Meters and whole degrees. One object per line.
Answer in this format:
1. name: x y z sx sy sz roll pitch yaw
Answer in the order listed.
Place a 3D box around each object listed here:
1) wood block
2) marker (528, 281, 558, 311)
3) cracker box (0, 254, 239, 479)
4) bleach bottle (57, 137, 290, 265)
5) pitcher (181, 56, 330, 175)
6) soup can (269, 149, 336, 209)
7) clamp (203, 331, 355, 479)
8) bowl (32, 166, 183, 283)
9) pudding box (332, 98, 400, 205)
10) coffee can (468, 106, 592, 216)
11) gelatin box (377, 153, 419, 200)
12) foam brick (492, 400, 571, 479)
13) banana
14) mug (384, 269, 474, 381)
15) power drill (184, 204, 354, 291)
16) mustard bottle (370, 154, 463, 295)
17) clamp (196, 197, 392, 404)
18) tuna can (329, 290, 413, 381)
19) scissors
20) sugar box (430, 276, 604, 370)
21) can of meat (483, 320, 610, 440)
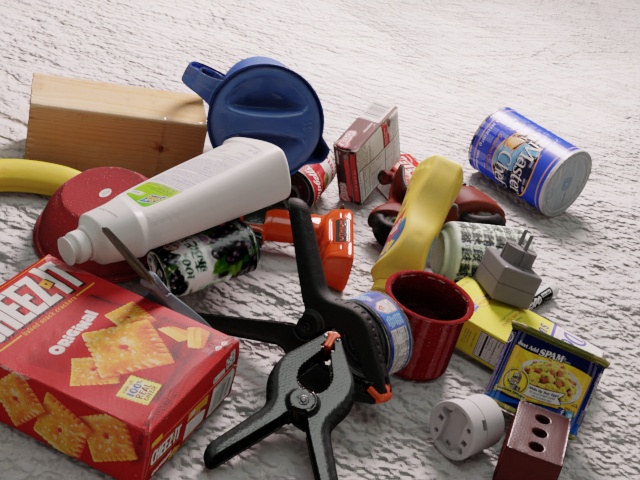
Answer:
1. wood block: -0.249 -0.133 1.295 0.205 0.091 0.090 6 31 -16
2. marker: 0.241 0.074 1.242 0.020 0.020 0.120 33 34 28
3. cracker box: -0.200 0.105 0.929 0.214 0.072 0.164 23 30 15
4. bleach bottle: -0.151 -0.035 1.065 0.250 0.068 0.103 -26 26 -37
5. pitcher: -0.080 -0.167 1.304 0.145 0.149 0.243 -16 16 -1
6. soup can: -0.024 -0.078 1.329 0.068 0.068 0.102 20 29 9
7. clamp: -0.028 0.150 0.932 0.120 0.039 0.171 17 48 -2
8. bowl: -0.224 -0.029 1.125 0.162 0.055 0.162 3 42 -2
9. pudding box: 0.061 -0.114 1.373 0.039 0.090 0.113 21 49 27
10. coffee can: 0.293 -0.111 1.499 0.102 0.103 0.140 -14 40 -41
11. gelatin box: 0.108 -0.086 1.443 0.073 0.030 0.089 -2 34 -28
12. foam brick: 0.194 0.195 0.979 0.053 0.051 0.078 20 30 9
13. banana: -0.327 -0.062 1.198 0.197 0.037 0.069 0 50 -22
14. mug: 0.099 0.082 1.097 0.093 0.082 0.117 8 30 -13
15. power drill: -0.058 0.001 1.187 0.187 0.057 0.184 13 37 -7
16. mustard bottle: 0.101 0.002 1.197 0.058 0.096 0.191 26 64 -3
17. clamp: -0.006 0.071 1.023 0.210 0.165 0.036 37 10 19
18. tuna can: 0.048 0.095 1.049 0.033 0.086 0.086 -18 43 -41
19. scissors: -0.163 0.039 0.989 0.096 0.201 0.016 17 65 45
20. sugar box: 0.207 0.106 1.142 0.176 0.048 0.093 27 28 23
21. can of meat: 0.219 0.137 1.043 0.102 0.084 0.057 23 -5 15
